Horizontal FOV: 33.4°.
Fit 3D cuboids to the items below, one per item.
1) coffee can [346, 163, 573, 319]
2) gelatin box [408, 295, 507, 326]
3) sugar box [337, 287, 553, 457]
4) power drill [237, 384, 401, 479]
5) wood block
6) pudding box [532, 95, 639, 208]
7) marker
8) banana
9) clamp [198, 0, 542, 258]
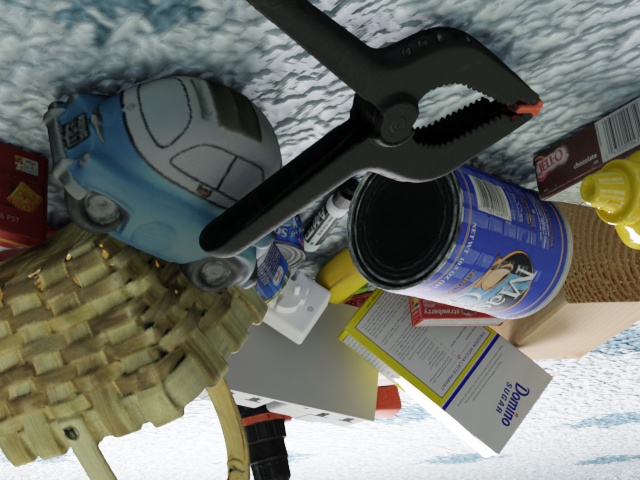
[{"bbox_3d":[0.103,-0.003,0.778,0.103,0.103,0.140,-21,155,40],"label":"coffee can"},{"bbox_3d":[0.122,0.038,0.944,0.089,0.073,0.030,1,160,-16],"label":"gelatin box"},{"bbox_3d":[0.113,0.107,0.971,0.176,0.093,0.048,40,161,2],"label":"sugar box"},{"bbox_3d":[-0.007,0.171,1.162,0.187,0.184,0.057,-6,164,-28],"label":"power drill"},{"bbox_3d":[0.221,0.041,0.954,0.090,0.090,0.206,-2,161,-8],"label":"wood block"},{"bbox_3d":[0.220,-0.057,0.748,0.089,0.039,0.114,6,160,-31],"label":"pudding box"},{"bbox_3d":[0.007,-0.020,0.834,0.020,0.020,0.121,1,160,-17],"label":"marker"},{"bbox_3d":[0.036,0.021,0.940,0.069,0.037,0.198,-30,174,-23],"label":"banana"},{"bbox_3d":[0.028,-0.063,0.596,0.209,0.036,0.165,-2,125,-30],"label":"clamp"}]
